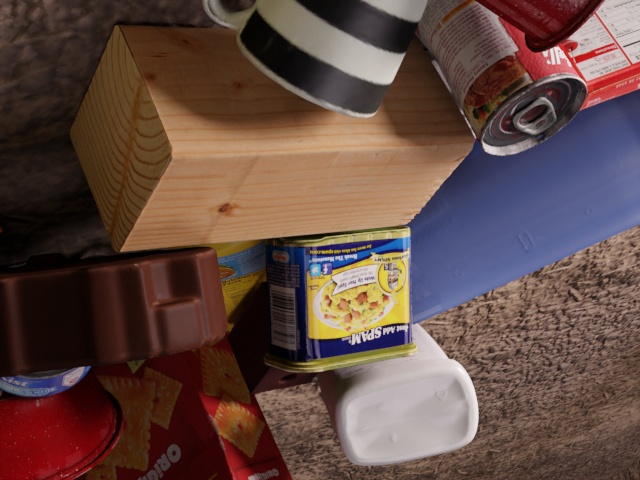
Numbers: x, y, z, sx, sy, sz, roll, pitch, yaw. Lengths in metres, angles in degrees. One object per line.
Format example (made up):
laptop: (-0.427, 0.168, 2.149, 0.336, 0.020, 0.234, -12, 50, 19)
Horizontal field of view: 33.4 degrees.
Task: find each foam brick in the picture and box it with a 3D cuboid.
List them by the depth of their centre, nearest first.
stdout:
foam brick: (-0.024, 0.067, 0.765, 0.052, 0.051, 0.078, -8, 149, -32)

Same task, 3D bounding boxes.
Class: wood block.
wood block: (-0.025, -0.060, 0.623, 0.205, 0.090, 0.091, -6, 148, -36)

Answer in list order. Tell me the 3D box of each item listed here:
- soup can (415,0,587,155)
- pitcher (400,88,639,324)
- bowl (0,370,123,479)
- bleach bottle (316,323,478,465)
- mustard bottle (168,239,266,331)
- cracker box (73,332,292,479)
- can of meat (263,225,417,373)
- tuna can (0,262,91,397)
soup can: (0.102, -0.110, 0.631, 0.068, 0.102, 0.068, -21, 153, -11)
pitcher: (0.136, -0.044, 0.776, 0.243, 0.149, 0.145, -28, 170, 12)
bowl: (-0.219, 0.111, 0.738, 0.161, 0.162, 0.055, -13, 116, -26)
bleach bottle: (0.045, 0.089, 0.842, 0.102, 0.068, 0.251, -12, -164, -3)
mustard bottle: (-0.055, 0.001, 0.743, 0.096, 0.058, 0.191, -20, 154, -2)
cracker box: (-0.118, 0.168, 0.816, 0.164, 0.214, 0.071, -41, 150, 28)
can of meat: (0.013, 0.035, 0.695, 0.101, 0.084, 0.058, -6, -172, -33)
tuna can: (-0.187, 0.059, 0.700, 0.086, 0.086, 0.034, -13, 152, -25)
